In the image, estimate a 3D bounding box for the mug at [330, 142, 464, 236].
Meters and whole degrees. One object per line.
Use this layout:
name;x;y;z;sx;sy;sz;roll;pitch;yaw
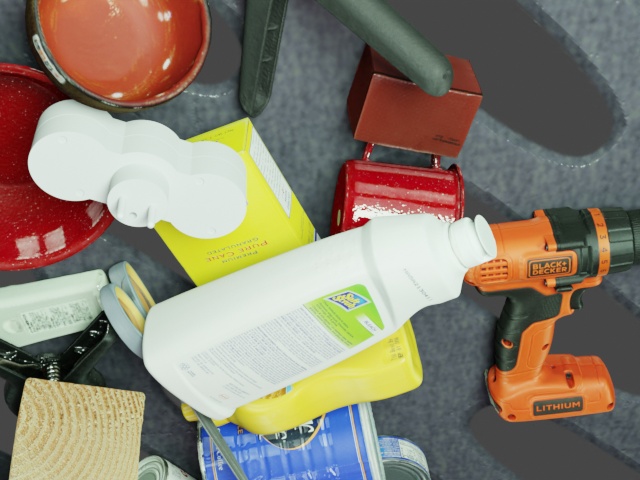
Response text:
mug;0.053;-0.026;0.762;0.081;0.093;0.117;7;95;-6

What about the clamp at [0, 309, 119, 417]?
clamp;-0.200;0.103;0.827;0.120;0.039;0.171;-4;149;4

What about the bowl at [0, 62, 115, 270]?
bowl;-0.212;-0.058;0.717;0.162;0.055;0.162;-6;128;-8

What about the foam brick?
foam brick;0.062;-0.096;0.725;0.078;0.051;0.053;10;126;-13

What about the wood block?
wood block;-0.203;0.197;0.851;0.090;0.090;0.206;9;146;-14

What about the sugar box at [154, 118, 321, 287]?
sugar box;-0.055;0.001;0.779;0.093;0.048;0.176;-18;127;18

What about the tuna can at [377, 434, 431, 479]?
tuna can;0.057;0.217;0.970;0.086;0.034;0.086;-3;127;-4

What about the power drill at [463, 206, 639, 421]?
power drill;0.202;0.056;0.853;0.184;0.057;0.188;-5;124;2

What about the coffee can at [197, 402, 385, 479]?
coffee can;-0.022;0.179;0.890;0.140;0.103;0.103;-12;127;3

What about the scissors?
scissors;-0.108;0.104;0.784;0.016;0.096;0.202;-31;81;7

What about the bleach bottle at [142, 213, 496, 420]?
bleach bottle;0.004;0.046;0.725;0.251;0.068;0.102;-23;136;25

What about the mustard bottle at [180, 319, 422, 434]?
mustard bottle;-0.020;0.103;0.837;0.192;0.096;0.058;-20;126;9

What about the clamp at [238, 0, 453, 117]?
clamp;-0.011;-0.166;0.640;0.165;0.036;0.210;5;129;34
